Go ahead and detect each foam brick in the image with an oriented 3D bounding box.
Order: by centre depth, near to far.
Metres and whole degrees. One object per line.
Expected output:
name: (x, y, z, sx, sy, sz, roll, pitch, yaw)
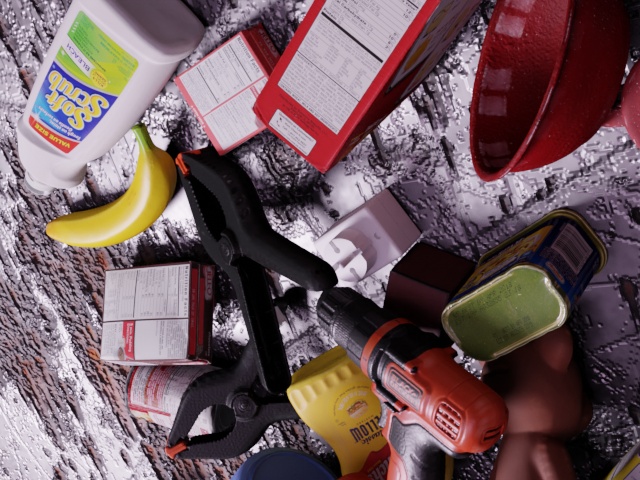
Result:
foam brick: (0.082, 0.052, 0.833, 0.051, 0.052, 0.078, 22, 126, 21)

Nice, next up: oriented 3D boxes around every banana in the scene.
banana: (-0.181, -0.034, 0.962, 0.069, 0.037, 0.198, 51, 132, -2)

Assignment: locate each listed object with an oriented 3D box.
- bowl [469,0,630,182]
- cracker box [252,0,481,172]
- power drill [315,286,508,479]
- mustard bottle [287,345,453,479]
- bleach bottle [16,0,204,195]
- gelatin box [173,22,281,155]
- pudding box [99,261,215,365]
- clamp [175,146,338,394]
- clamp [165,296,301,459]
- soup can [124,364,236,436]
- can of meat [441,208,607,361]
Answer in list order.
bowl: (0.145, -0.109, 0.659, 0.055, 0.162, 0.162, 12, 127, -9)
cracker box: (0.060, -0.163, 0.652, 0.072, 0.164, 0.214, 39, 130, 5)
power drill: (0.048, 0.146, 0.809, 0.185, 0.057, 0.188, 38, 129, 41)
mustard bottle: (0.058, 0.177, 0.907, 0.096, 0.058, 0.191, -30, 100, 5)
bleach bottle: (-0.195, -0.116, 0.909, 0.102, 0.068, 0.251, 44, 133, 3)
gelatin box: (-0.063, -0.119, 0.843, 0.089, 0.030, 0.073, -26, 99, 39)
pudding box: (-0.149, 0.068, 0.974, 0.114, 0.039, 0.090, -5, 78, 33)
clamp: (-0.056, 0.001, 0.848, 0.210, 0.036, 0.165, 62, 148, 20)
clamp: (-0.056, 0.145, 0.940, 0.171, 0.039, 0.120, -42, 91, 6)
soup can: (-0.125, 0.147, 1.010, 0.102, 0.068, 0.068, 11, 121, 27)
can of meat: (0.144, 0.034, 0.763, 0.057, 0.083, 0.102, 51, 130, -3)
